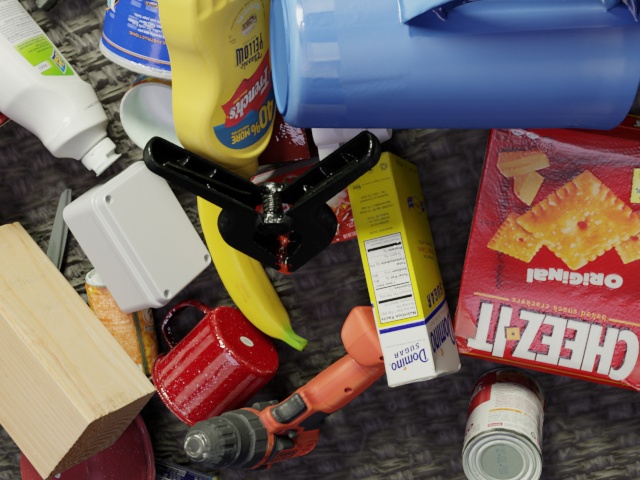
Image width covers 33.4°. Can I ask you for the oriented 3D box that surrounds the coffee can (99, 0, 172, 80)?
[{"bbox_3d":[-0.109,-0.205,0.819,0.103,0.102,0.140,17,116,5],"label":"coffee can"}]

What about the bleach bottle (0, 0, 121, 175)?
[{"bbox_3d":[-0.263,-0.153,0.878,0.068,0.102,0.251,-37,100,26],"label":"bleach bottle"}]

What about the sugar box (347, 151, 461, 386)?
[{"bbox_3d":[0.067,0.024,0.846,0.048,0.093,0.176,-17,82,18],"label":"sugar box"}]

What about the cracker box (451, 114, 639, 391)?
[{"bbox_3d":[0.201,0.003,0.855,0.164,0.072,0.214,11,116,9],"label":"cracker box"}]

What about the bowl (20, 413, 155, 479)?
[{"bbox_3d":[-0.235,0.214,1.019,0.162,0.055,0.162,1,92,33],"label":"bowl"}]

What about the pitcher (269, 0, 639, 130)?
[{"bbox_3d":[0.092,-0.141,0.734,0.242,0.145,0.149,-4,124,-9],"label":"pitcher"}]

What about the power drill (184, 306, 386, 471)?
[{"bbox_3d":[-0.011,0.130,0.913,0.188,0.184,0.057,-39,71,19],"label":"power drill"}]

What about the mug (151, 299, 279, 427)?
[{"bbox_3d":[-0.098,0.105,0.966,0.082,0.093,0.117,-45,71,21],"label":"mug"}]

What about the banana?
[{"bbox_3d":[-0.068,0.007,0.931,0.070,0.037,0.198,-11,110,43],"label":"banana"}]

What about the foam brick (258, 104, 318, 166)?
[{"bbox_3d":[-0.034,-0.106,0.872,0.051,0.053,0.078,-5,111,15],"label":"foam brick"}]

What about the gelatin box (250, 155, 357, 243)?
[{"bbox_3d":[-0.011,-0.030,0.913,0.089,0.030,0.073,-17,108,19],"label":"gelatin box"}]

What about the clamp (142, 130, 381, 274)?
[{"bbox_3d":[-0.046,-0.027,0.813,0.164,0.036,0.210,3,156,-3],"label":"clamp"}]

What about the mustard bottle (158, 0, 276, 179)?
[{"bbox_3d":[-0.070,-0.116,0.789,0.058,0.096,0.192,20,132,25],"label":"mustard bottle"}]

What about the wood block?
[{"bbox_3d":[-0.255,0.094,0.946,0.206,0.090,0.091,48,121,14],"label":"wood block"}]

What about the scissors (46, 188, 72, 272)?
[{"bbox_3d":[-0.275,0.040,1.013,0.096,0.016,0.202,6,114,10],"label":"scissors"}]

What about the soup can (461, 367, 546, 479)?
[{"bbox_3d":[0.159,0.164,0.917,0.068,0.102,0.068,5,114,11],"label":"soup can"}]
